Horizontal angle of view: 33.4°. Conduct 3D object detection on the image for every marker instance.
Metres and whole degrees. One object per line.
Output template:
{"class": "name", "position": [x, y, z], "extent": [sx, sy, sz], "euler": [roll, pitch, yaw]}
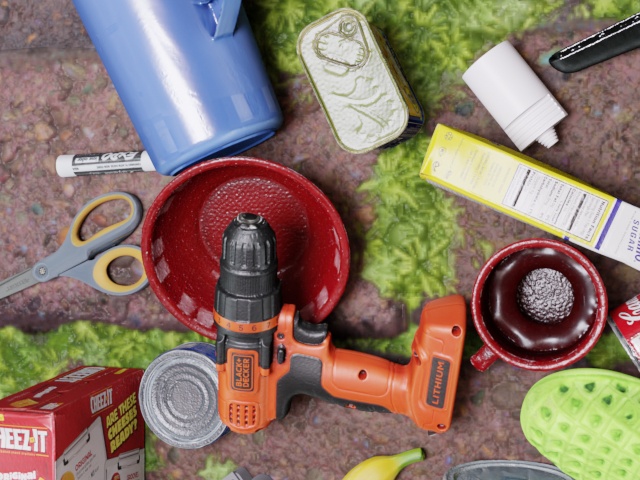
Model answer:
{"class": "marker", "position": [-0.164, -0.066, 0.895], "extent": [0.121, 0.020, 0.020], "euler": [-2, 94, 17]}

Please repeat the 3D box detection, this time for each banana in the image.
{"class": "banana", "position": [0.031, 0.255, 0.854], "extent": [0.070, 0.037, 0.198], "euler": [13, 98, 17]}

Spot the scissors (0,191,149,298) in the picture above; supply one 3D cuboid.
{"class": "scissors", "position": [-0.222, 0.037, 0.922], "extent": [0.202, 0.016, 0.096], "euler": [-39, 83, 16]}

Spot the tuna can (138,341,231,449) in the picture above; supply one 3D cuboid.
{"class": "tuna can", "position": [-0.106, 0.129, 0.886], "extent": [0.086, 0.033, 0.086], "euler": [1, 95, 16]}

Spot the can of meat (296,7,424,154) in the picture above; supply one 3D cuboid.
{"class": "can of meat", "position": [0.033, -0.117, 0.799], "extent": [0.057, 0.083, 0.102], "euler": [-26, 87, 17]}

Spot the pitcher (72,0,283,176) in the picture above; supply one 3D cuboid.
{"class": "pitcher", "position": [-0.116, -0.180, 0.812], "extent": [0.145, 0.149, 0.243], "euler": [-23, 91, 5]}

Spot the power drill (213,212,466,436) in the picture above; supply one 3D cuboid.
{"class": "power drill", "position": [0.012, 0.070, 0.798], "extent": [0.187, 0.057, 0.184], "euler": [6, 120, 6]}

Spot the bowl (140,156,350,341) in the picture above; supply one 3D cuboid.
{"class": "bowl", "position": [-0.055, 0.001, 0.834], "extent": [0.162, 0.055, 0.162], "euler": [2, 116, 4]}

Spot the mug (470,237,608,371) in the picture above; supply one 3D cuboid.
{"class": "mug", "position": [0.154, 0.051, 0.778], "extent": [0.093, 0.081, 0.117], "euler": [41, 104, 9]}

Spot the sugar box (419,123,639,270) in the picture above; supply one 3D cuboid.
{"class": "sugar box", "position": [0.163, -0.030, 0.764], "extent": [0.176, 0.093, 0.048], "euler": [22, 98, 13]}

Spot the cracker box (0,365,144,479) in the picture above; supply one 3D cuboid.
{"class": "cracker box", "position": [-0.203, 0.221, 0.854], "extent": [0.072, 0.164, 0.214], "euler": [1, 95, 14]}
